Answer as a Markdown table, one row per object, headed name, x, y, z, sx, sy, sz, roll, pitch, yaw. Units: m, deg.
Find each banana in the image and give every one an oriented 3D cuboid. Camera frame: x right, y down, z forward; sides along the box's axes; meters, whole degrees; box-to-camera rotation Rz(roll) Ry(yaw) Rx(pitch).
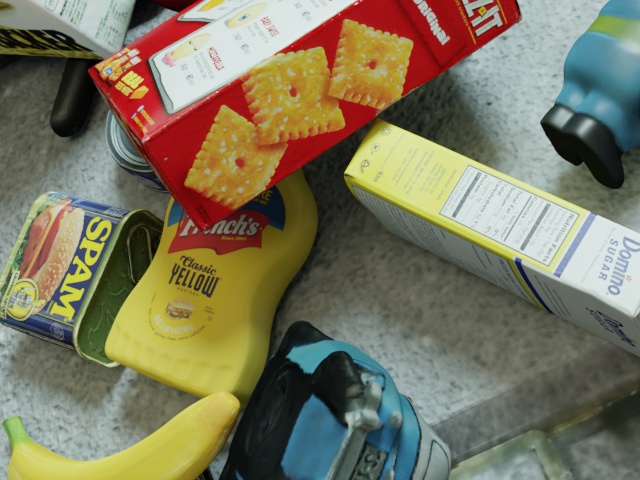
| name | x | y | z | sx | sy | sz | roll | pitch | yaw |
| --- | --- | --- | --- | --- | --- | --- | --- | --- | --- |
| banana | -0.127 | 0.133 | 0.637 | 0.198 | 0.037 | 0.069 | -11 | 86 | 32 |

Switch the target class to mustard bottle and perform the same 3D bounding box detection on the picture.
| name | x | y | z | sx | sy | sz | roll | pitch | yaw |
| --- | --- | --- | --- | --- | --- | --- | --- | --- | --- |
| mustard bottle | -0.054 | 0.001 | 0.662 | 0.096 | 0.058 | 0.191 | 16 | 77 | 27 |

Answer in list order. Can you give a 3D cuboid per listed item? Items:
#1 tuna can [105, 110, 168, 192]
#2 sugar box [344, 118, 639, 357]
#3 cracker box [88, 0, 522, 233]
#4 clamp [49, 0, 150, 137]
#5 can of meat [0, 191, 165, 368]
| name | x | y | z | sx | sy | sz | roll | pitch | yaw |
| --- | --- | --- | --- | --- | --- | --- | --- | --- | --- |
| tuna can | -0.103 | -0.078 | 0.729 | 0.086 | 0.033 | 0.086 | -9 | 67 | 21 |
| sugar box | 0.104 | -0.001 | 0.571 | 0.176 | 0.093 | 0.048 | 25 | 82 | 29 |
| cracker box | -0.017 | -0.111 | 0.622 | 0.213 | 0.072 | 0.164 | -33 | 29 | -7 |
| clamp | -0.171 | -0.199 | 0.806 | 0.165 | 0.036 | 0.210 | 41 | 94 | 30 |
| can of meat | -0.157 | 0.023 | 0.701 | 0.084 | 0.057 | 0.102 | 14 | 75 | 31 |
